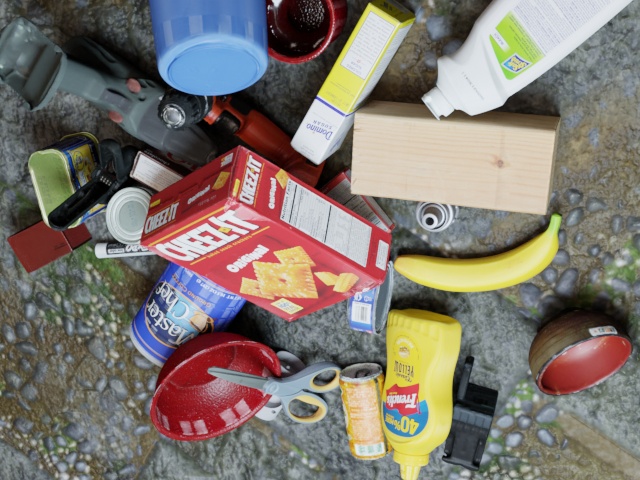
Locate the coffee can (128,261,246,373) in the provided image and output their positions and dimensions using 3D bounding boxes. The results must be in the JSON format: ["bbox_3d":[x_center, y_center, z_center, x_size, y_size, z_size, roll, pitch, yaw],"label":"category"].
[{"bbox_3d":[-0.150,0.073,1.266,0.103,0.102,0.140,36,113,3],"label":"coffee can"}]

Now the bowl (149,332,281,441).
[{"bbox_3d":[-0.129,0.159,1.238,0.162,0.161,0.055,-55,45,23],"label":"bowl"}]

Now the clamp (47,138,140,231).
[{"bbox_3d":[-0.248,-0.063,1.210,0.039,0.171,0.120,45,97,4],"label":"clamp"}]

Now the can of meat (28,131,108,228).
[{"bbox_3d":[-0.298,-0.070,1.274,0.057,0.083,0.102,-9,104,18],"label":"can of meat"}]

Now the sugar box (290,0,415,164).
[{"bbox_3d":[0.034,-0.172,1.140,0.048,0.093,0.176,35,113,4],"label":"sugar box"}]

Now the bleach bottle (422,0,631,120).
[{"bbox_3d":[0.203,-0.216,1.060,0.251,0.068,0.102,-38,94,9],"label":"bleach bottle"}]

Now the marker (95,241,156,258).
[{"bbox_3d":[-0.219,0.009,1.311,0.121,0.020,0.020,-3,106,17],"label":"marker"}]

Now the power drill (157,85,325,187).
[{"bbox_3d":[-0.084,-0.116,1.154,0.187,0.184,0.057,41,114,-10],"label":"power drill"}]

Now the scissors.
[{"bbox_3d":[-0.041,0.157,1.242,0.096,0.201,0.016,-45,46,2],"label":"scissors"}]

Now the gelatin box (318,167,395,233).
[{"bbox_3d":[0.030,-0.026,1.222,0.073,0.030,0.089,-39,94,22],"label":"gelatin box"}]

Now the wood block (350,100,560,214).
[{"bbox_3d":[0.143,-0.090,1.136,0.206,0.090,0.091,7,108,14],"label":"wood block"}]

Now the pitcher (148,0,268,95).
[{"bbox_3d":[-0.119,-0.269,1.082,0.145,0.149,0.243,-16,67,22],"label":"pitcher"}]

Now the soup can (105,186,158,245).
[{"bbox_3d":[-0.196,-0.027,1.240,0.069,0.102,0.068,0,90,18],"label":"soup can"}]

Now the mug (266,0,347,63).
[{"bbox_3d":[-0.011,-0.249,1.135,0.093,0.081,0.117,45,113,-1],"label":"mug"}]

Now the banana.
[{"bbox_3d":[0.182,0.024,1.189,0.198,0.037,0.069,-17,100,20],"label":"banana"}]

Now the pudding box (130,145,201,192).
[{"bbox_3d":[-0.148,-0.073,1.226,0.113,0.090,0.039,27,113,7],"label":"pudding box"}]

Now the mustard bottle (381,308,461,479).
[{"bbox_3d":[0.110,0.178,1.214,0.096,0.058,0.192,12,99,51],"label":"mustard bottle"}]

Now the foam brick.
[{"bbox_3d":[-0.336,-0.002,1.325,0.078,0.051,0.053,-24,100,22],"label":"foam brick"}]

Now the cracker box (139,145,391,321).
[{"bbox_3d":[-0.057,0.001,1.136,0.213,0.072,0.164,29,145,-32],"label":"cracker box"}]

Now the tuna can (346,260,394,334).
[{"bbox_3d":[0.057,0.062,1.211,0.034,0.086,0.086,10,109,15],"label":"tuna can"}]
